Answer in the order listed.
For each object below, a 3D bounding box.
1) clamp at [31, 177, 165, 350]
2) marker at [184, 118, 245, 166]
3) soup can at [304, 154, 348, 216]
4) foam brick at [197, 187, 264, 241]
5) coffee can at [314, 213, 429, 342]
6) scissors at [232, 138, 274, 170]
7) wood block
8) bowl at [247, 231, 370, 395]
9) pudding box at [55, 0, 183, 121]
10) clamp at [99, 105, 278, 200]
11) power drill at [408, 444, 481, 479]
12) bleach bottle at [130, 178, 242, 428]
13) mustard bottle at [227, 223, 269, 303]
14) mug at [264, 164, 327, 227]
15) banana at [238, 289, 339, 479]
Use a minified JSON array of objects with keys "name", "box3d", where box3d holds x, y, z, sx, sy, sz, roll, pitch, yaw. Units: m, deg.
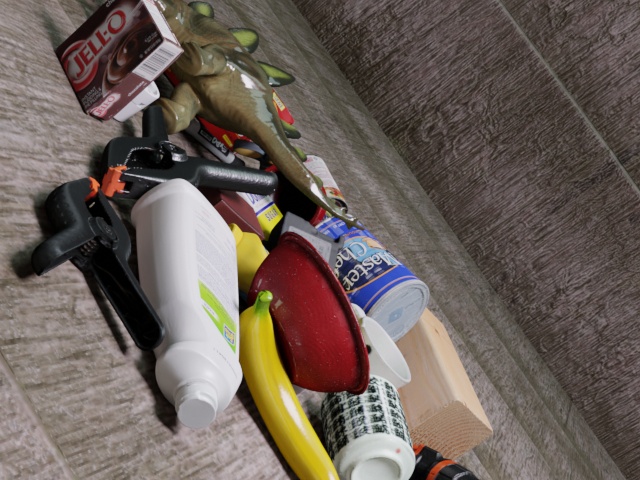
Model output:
[{"name":"clamp","box3d":[-0.178,0.001,0.802,0.120,0.039,0.172,48,6,-45]},{"name":"marker","box3d":[-0.132,-0.118,1.344,0.121,0.020,0.020,40,18,-50]},{"name":"soup can","box3d":[-0.009,-0.070,1.567,0.068,0.068,0.102,41,17,-47]},{"name":"foam brick","box3d":[-0.105,-0.023,1.110,0.078,0.053,0.051,44,16,-43]},{"name":"coffee can","box3d":[0.049,0.049,1.300,0.140,0.103,0.102,45,6,33]},{"name":"scissors","box3d":[-0.086,-0.110,1.408,0.096,0.016,0.202,16,-6,-21]},{"name":"wood block","box3d":[0.133,0.178,1.372,0.090,0.090,0.206,44,16,-34]},{"name":"bowl","box3d":[-0.021,0.076,0.955,0.162,0.055,0.162,52,-24,34]},{"name":"pudding box","box3d":[-0.200,-0.187,1.056,0.090,0.114,0.039,59,16,25]},{"name":"clamp","box3d":[-0.137,-0.070,1.027,0.164,0.036,0.209,27,22,7]},{"name":"power drill","box3d":[0.150,0.279,1.080,0.185,0.057,0.187,18,-27,53]},{"name":"bleach bottle","box3d":[-0.108,0.053,0.868,0.102,0.068,0.251,50,15,-30]},{"name":"mustard bottle","box3d":[-0.054,0.049,1.082,0.191,0.058,0.096,48,-4,-21]},{"name":"mug","box3d":[-0.047,-0.056,1.365,0.117,0.093,0.081,27,4,9]},{"name":"banana","box3d":[-0.033,0.138,0.917,0.198,0.037,0.070,69,-20,-7]}]
